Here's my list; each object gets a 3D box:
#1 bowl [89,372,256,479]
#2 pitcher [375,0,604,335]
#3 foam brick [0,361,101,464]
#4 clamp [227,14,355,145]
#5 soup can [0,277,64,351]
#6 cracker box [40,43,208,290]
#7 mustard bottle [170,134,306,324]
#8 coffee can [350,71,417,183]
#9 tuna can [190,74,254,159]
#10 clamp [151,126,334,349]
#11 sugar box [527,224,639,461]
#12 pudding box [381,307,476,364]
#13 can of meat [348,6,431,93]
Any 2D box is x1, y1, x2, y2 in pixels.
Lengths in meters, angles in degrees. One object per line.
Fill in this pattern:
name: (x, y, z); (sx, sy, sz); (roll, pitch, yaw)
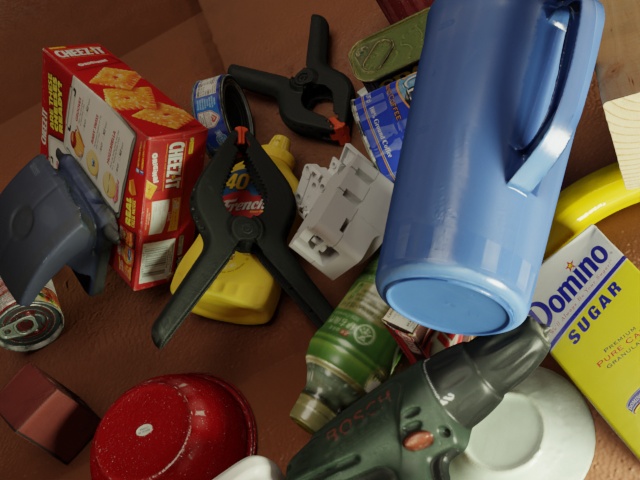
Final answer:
bowl: (-0.137, 0.174, 0.905); (0.162, 0.055, 0.162); (-13, 52, 18)
pitcher: (0.122, -0.062, 0.768); (0.145, 0.149, 0.242); (6, 64, 21)
foam brick: (-0.245, 0.154, 0.957); (0.051, 0.078, 0.053); (-48, 50, -9)
clamp: (-0.025, -0.154, 1.089); (0.120, 0.039, 0.171); (-29, 50, 7)
soup can: (-0.300, 0.051, 1.064); (0.068, 0.068, 0.102); (-32, 49, 3)
cracker box: (-0.198, -0.078, 1.044); (0.071, 0.164, 0.214); (-14, 38, -36)
mustard bottle: (-0.064, -0.018, 1.000); (0.096, 0.058, 0.191); (8, 61, 20)
coffee can: (0.111, -0.107, 0.945); (0.140, 0.102, 0.103); (-23, 50, 11)
tuna can: (-0.097, -0.123, 1.073); (0.034, 0.086, 0.086); (-13, 53, 16)
clamp: (-0.056, 0.001, 0.933); (0.164, 0.036, 0.210); (7, 67, -10)
sugar box: (0.224, 0.077, 0.790); (0.093, 0.048, 0.176); (-41, 52, 5)
pudding box: (0.105, 0.048, 0.848); (0.039, 0.090, 0.113); (22, 69, 37)
can of meat: (0.089, -0.159, 1.005); (0.102, 0.084, 0.057); (-24, 50, 9)
